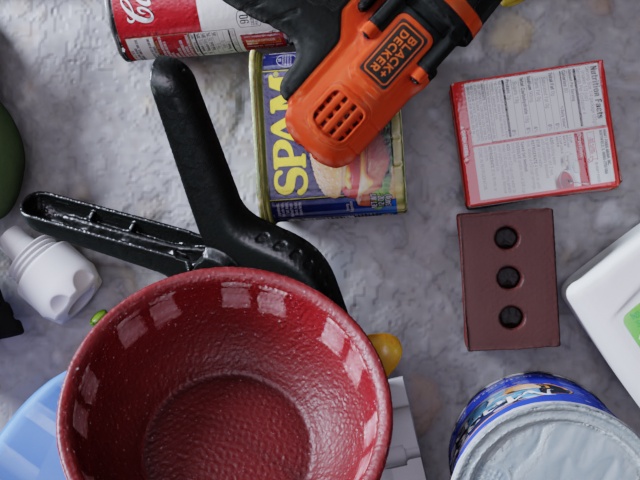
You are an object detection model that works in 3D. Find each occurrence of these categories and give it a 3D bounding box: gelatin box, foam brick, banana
[{"bbox_3d":[0.123,-0.060,0.616,0.089,0.030,0.073,-8,87,7],"label":"gelatin box"},{"bbox_3d":[0.106,0.021,0.605,0.053,0.051,0.078,-4,88,7],"label":"foam brick"},{"bbox_3d":[-0.043,0.078,0.610,0.198,0.037,0.069,1,133,24],"label":"banana"}]

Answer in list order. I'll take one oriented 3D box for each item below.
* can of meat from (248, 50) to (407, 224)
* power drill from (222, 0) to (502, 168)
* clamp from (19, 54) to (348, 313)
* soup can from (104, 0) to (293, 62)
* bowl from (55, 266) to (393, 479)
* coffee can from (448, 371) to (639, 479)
[{"bbox_3d":[0.006,-0.061,0.618,0.084,0.057,0.102,-4,89,5],"label":"can of meat"},{"bbox_3d":[0.003,-0.160,0.553,0.187,0.057,0.184,41,92,-4],"label":"power drill"},{"bbox_3d":[-0.054,0.001,0.595,0.210,0.036,0.165,37,135,-10],"label":"clamp"},{"bbox_3d":[-0.067,-0.142,0.622,0.102,0.068,0.068,-4,89,6],"label":"soup can"},{"bbox_3d":[-0.046,0.094,0.533,0.162,0.055,0.162,2,57,-3],"label":"bowl"},{"bbox_3d":[0.118,0.127,0.557,0.103,0.140,0.103,0,89,7],"label":"coffee can"}]
